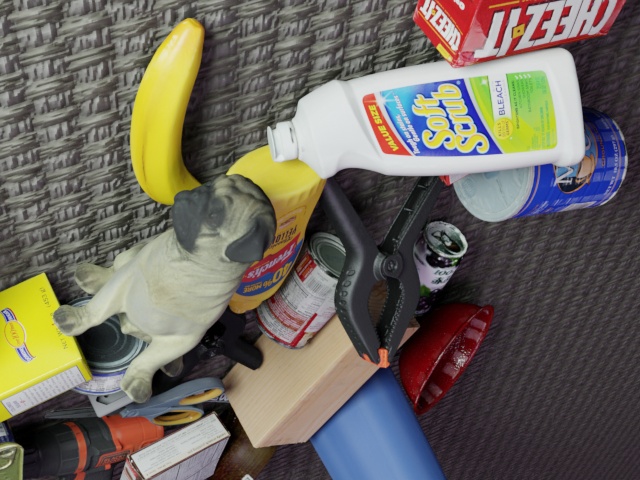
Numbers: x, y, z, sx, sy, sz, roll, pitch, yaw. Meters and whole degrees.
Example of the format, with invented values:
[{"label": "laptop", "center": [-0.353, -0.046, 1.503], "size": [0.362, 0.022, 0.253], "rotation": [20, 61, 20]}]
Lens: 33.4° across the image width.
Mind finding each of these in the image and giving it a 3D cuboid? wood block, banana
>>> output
[{"label": "wood block", "center": [-0.004, 0.124, 1.145], "size": [0.090, 0.091, 0.206], "rotation": [5, 135, -48]}, {"label": "banana", "center": [-0.112, -0.081, 0.793], "size": [0.069, 0.037, 0.198], "rotation": [-46, 161, -26]}]

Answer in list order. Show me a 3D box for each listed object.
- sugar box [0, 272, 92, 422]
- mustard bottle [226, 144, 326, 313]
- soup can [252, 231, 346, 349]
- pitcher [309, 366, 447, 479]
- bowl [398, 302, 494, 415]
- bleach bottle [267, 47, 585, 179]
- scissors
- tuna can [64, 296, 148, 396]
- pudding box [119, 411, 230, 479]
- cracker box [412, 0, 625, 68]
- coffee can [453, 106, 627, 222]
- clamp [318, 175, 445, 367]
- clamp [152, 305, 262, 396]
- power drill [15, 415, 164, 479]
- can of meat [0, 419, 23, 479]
[{"label": "sugar box", "center": [-0.283, 0.105, 0.852], "size": [0.176, 0.093, 0.048], "rotation": [-25, 150, -13]}, {"label": "mustard bottle", "center": [-0.056, 0.001, 0.939], "size": [0.096, 0.058, 0.192], "rotation": [-28, 153, -34]}, {"label": "soup can", "center": [-0.012, 0.049, 1.047], "size": [0.068, 0.068, 0.102], "rotation": [4, 135, -46]}, {"label": "pitcher", "center": [0.070, 0.249, 1.251], "size": [0.149, 0.243, 0.145], "rotation": [-13, 148, -27]}, {"label": "bowl", "center": [0.144, 0.132, 1.302], "size": [0.162, 0.055, 0.162], "rotation": [-44, 157, -25]}, {"label": "bleach bottle", "center": [0.083, -0.091, 0.869], "size": [0.250, 0.102, 0.068], "rotation": [-11, -170, -8]}, {"label": "scissors", "center": [-0.171, 0.158, 1.059], "size": [0.096, 0.016, 0.201], "rotation": [-34, 154, 19]}, {"label": "tuna can", "center": [-0.193, 0.090, 0.921], "size": [0.085, 0.086, 0.034], "rotation": [-11, 143, -32]}, {"label": "pudding box", "center": [-0.157, 0.239, 1.138], "size": [0.113, 0.039, 0.090], "rotation": [-25, 152, -36]}, {"label": "cracker box", "center": [0.179, -0.236, 0.786], "size": [0.164, 0.072, 0.214], "rotation": [-16, 148, -25]}, {"label": "coffee can", "center": [0.211, -0.076, 1.029], "size": [0.140, 0.103, 0.103], "rotation": [-8, 143, -36]}, {"label": "clamp", "center": [0.063, 0.013, 1.000], "size": [0.164, 0.036, 0.210], "rotation": [-15, 110, -32]}, {"label": "clamp", "center": [-0.104, 0.099, 1.066], "size": [0.120, 0.039, 0.172], "rotation": [-16, 151, -26]}, {"label": "power drill", "center": [-0.272, 0.256, 1.129], "size": [0.184, 0.057, 0.188], "rotation": [-5, 141, -40]}, {"label": "can of meat", "center": [-0.306, 0.178, 0.952], "size": [0.057, 0.084, 0.102], "rotation": [-15, 147, -27]}]
